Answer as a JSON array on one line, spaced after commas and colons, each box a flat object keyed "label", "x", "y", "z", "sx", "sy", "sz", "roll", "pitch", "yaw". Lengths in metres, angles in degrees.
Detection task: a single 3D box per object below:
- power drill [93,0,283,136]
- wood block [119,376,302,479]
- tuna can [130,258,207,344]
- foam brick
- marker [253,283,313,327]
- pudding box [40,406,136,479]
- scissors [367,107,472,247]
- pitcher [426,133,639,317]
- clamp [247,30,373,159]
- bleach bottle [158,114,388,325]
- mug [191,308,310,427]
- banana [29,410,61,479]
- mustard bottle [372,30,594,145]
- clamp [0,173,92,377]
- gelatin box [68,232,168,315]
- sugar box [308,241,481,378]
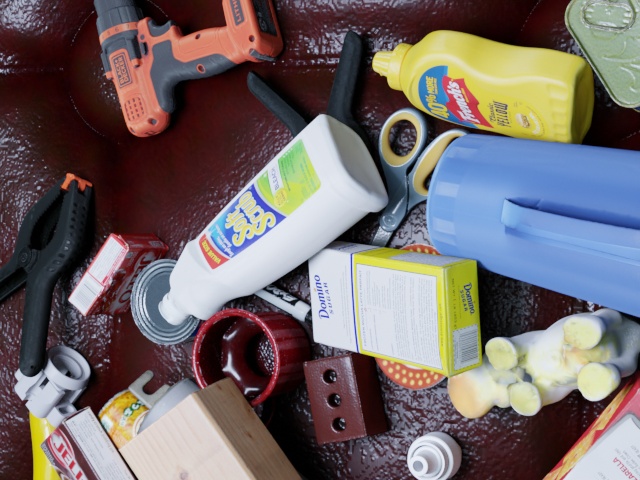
[{"label": "power drill", "x": -0.139, "y": -0.216, "z": 1.064, "sx": 0.188, "sy": 0.057, "sz": 0.184, "roll": -19, "pitch": 85, "yaw": 27}, {"label": "wood block", "x": -0.066, "y": 0.232, "z": 0.917, "sx": 0.091, "sy": 0.090, "sz": 0.206, "roll": -38, "pitch": 81, "yaw": 14}, {"label": "tuna can", "x": -0.147, "y": 0.061, "z": 1.076, "sx": 0.086, "sy": 0.033, "sz": 0.086, "roll": 0, "pitch": 89, "yaw": 26}, {"label": "foam brick", "x": 0.023, "y": 0.144, "z": 0.982, "sx": 0.053, "sy": 0.051, "sz": 0.078, "roll": -14, "pitch": 83, "yaw": 26}, {"label": "marker", "x": -0.037, "y": 0.057, "z": 1.030, "sx": 0.121, "sy": 0.020, "sz": 0.020, "roll": 28, "pitch": 101, "yaw": 24}, {"label": "pudding box", "x": -0.233, "y": 0.234, "z": 1.086, "sx": 0.113, "sy": 0.039, "sz": 0.090, "roll": 54, "pitch": 143, "yaw": 5}, {"label": "scissors", "x": 0.056, "y": -0.038, "z": 0.982, "sx": 0.096, "sy": 0.016, "sz": 0.202, "roll": 48, "pitch": 110, "yaw": 7}, {"label": "pitcher", "x": 0.204, "y": -0.015, "z": 0.835, "sx": 0.243, "sy": 0.149, "sz": 0.144, "roll": 14, "pitch": 56, "yaw": 34}, {"label": "clamp", "x": -0.006, "y": -0.103, "z": 1.006, "sx": 0.120, "sy": 0.039, "sz": 0.171, "roll": -9, "pitch": 86, "yaw": 28}, {"label": "bleach bottle", "x": -0.056, "y": 0.001, "z": 0.973, "sx": 0.251, "sy": 0.068, "sz": 0.102, "roll": -41, "pitch": 46, "yaw": 24}, {"label": "mug", "x": -0.060, "y": 0.121, "z": 1.006, "sx": 0.093, "sy": 0.081, "sz": 0.117, "roll": -6, "pitch": 87, "yaw": 26}, {"label": "banana", "x": -0.301, "y": 0.264, "z": 1.148, "sx": 0.070, "sy": 0.037, "sz": 0.198, "roll": 14, "pitch": 96, "yaw": 24}, {"label": "mustard bottle", "x": 0.132, "y": -0.134, "z": 0.909, "sx": 0.192, "sy": 0.096, "sz": 0.058, "roll": 18, "pitch": 67, "yaw": 26}, {"label": "clamp", "x": -0.297, "y": 0.032, "z": 1.129, "sx": 0.165, "sy": 0.036, "sz": 0.210, "roll": 37, "pitch": 97, "yaw": 41}, {"label": "gelatin box", "x": -0.203, "y": 0.034, "z": 1.082, "sx": 0.030, "sy": 0.073, "sz": 0.089, "roll": 41, "pitch": 106, "yaw": 19}, {"label": "sugar box", "x": 0.060, "y": 0.055, "z": 0.924, "sx": 0.177, "sy": 0.048, "sz": 0.093, "roll": 10, "pitch": 107, "yaw": 53}]
